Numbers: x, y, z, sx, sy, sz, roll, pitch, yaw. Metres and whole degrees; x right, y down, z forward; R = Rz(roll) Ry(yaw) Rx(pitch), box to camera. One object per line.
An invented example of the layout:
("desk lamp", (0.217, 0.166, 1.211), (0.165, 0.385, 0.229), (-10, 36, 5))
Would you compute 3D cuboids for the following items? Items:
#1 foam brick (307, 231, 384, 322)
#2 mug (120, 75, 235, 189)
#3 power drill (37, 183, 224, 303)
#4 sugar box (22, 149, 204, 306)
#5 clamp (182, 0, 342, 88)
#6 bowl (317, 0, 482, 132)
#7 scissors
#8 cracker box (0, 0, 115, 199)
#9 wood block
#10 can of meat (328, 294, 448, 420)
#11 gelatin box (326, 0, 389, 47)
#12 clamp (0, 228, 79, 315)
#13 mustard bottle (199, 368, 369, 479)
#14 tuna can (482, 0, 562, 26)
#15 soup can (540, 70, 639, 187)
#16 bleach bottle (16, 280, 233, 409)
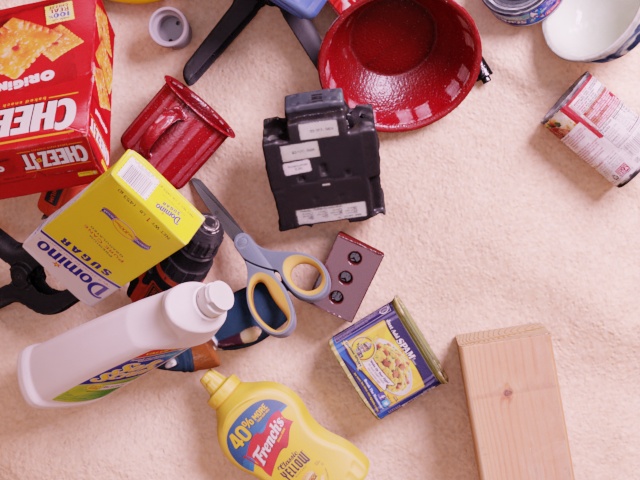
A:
("foam brick", (0.026, 0.037, 1.088), (0.053, 0.051, 0.078), (25, 93, 3))
("mug", (-0.148, -0.105, 1.067), (0.093, 0.117, 0.081), (43, 99, 2))
("power drill", (-0.189, -0.015, 1.059), (0.188, 0.057, 0.185), (46, 136, 7))
("sugar box", (-0.196, -0.006, 0.989), (0.093, 0.048, 0.177), (45, 133, -14))
("clamp", (-0.062, -0.248, 1.092), (0.164, 0.036, 0.210), (-2, 90, 4))
("bowl", (0.075, -0.188, 1.053), (0.162, 0.055, 0.162), (-3, 130, -3))
("scissors", (-0.057, 0.001, 1.078), (0.096, 0.016, 0.202), (-25, 68, 5))
("cracker box", (-0.289, -0.142, 1.038), (0.164, 0.072, 0.213), (-10, 49, 4))
("wood block", (0.197, 0.194, 1.063), (0.091, 0.090, 0.206), (-9, 92, 5))
("can of meat", (0.069, 0.121, 1.086), (0.084, 0.057, 0.102), (-32, 89, 7))
("gelatin box", (0.053, -0.251, 1.071), (0.089, 0.030, 0.073), (-40, 120, 4))
("clamp", (-0.307, 0.024, 1.099), (0.172, 0.039, 0.120), (-2, 106, 17))
("mustard bottle", (-0.048, 0.202, 1.096), (0.191, 0.058, 0.096), (42, 99, 2))
("tuna can", (0.200, -0.258, 1.058), (0.086, 0.033, 0.086), (-5, 79, 27))
("soup can", (0.279, -0.109, 1.057), (0.102, 0.068, 0.068), (41, 94, 1))
("bleach bottle", (-0.182, 0.095, 1.024), (0.251, 0.102, 0.068), (-28, 69, 37))
